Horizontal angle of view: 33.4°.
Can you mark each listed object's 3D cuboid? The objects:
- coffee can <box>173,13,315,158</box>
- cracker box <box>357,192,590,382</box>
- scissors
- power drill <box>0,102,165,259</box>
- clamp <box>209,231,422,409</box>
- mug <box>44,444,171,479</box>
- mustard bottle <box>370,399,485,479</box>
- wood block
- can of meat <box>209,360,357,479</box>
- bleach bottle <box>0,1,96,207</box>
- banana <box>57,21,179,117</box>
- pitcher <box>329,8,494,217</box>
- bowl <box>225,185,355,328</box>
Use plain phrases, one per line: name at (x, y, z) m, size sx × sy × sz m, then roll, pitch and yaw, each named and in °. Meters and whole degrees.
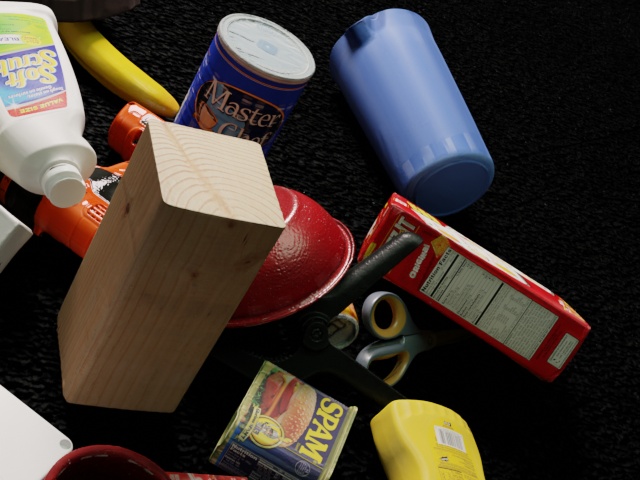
coffee can at (-0.081, -0.140, 1.070) m, size 0.102 × 0.140 × 0.103 m, roll 21°, pitch 36°, yaw -16°
cracker box at (0.142, 0.042, 1.034) m, size 0.213 × 0.072 × 0.164 m, roll 32°, pitch 7°, yaw 1°
scissors at (0.092, 0.077, 1.001) m, size 0.016 × 0.096 × 0.201 m, roll 3°, pitch 18°, yaw 38°
power drill at (-0.208, -0.066, 0.955) m, size 0.184 × 0.057 × 0.187 m, roll 36°, pitch 36°, yaw 13°
clamp at (-0.001, 0.087, 0.898) m, size 0.209 × 0.036 × 0.164 m, roll -8°, pitch 89°, yaw -15°
mug at (-0.147, 0.193, 0.656) m, size 0.093 × 0.082 × 0.117 m, roll 42°, pitch 35°, yaw 14°
mustard bottle at (0.101, 0.219, 0.838) m, size 0.096 × 0.058 × 0.191 m, roll 26°, pitch 32°, yaw -33°
wood block at (-0.116, 0.025, 0.778) m, size 0.090 × 0.206 × 0.091 m, roll 11°, pitch 40°, yaw -28°
can of meat at (-0.028, 0.151, 0.826) m, size 0.084 × 0.058 × 0.102 m, roll 30°, pitch 34°, yaw 0°
bleach bottle at (-0.240, -0.114, 0.897) m, size 0.102 × 0.068 × 0.251 m, roll -5°, pitch 41°, yaw -31°
banana at (-0.225, -0.197, 1.120) m, size 0.069 × 0.037 × 0.198 m, roll -16°, pitch 57°, yaw -45°
pitcher at (0.114, -0.142, 1.253) m, size 0.149 × 0.145 × 0.243 m, roll -3°, pitch 50°, yaw -24°
bowl at (-0.056, 0.001, 0.880) m, size 0.162 × 0.055 × 0.162 m, roll -12°, pitch 32°, yaw 8°
